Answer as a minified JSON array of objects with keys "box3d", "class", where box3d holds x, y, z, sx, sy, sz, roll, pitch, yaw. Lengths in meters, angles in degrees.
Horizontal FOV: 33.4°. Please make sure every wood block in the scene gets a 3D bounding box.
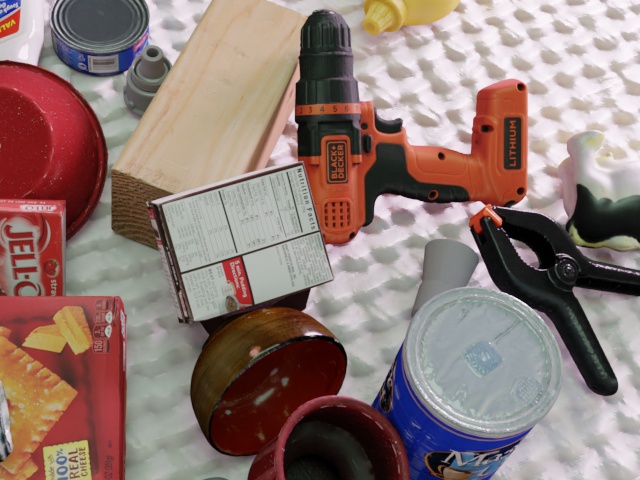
[{"box3d":[-0.083,-0.093,0.853,0.090,0.091,0.206,22,58,3],"class":"wood block"}]

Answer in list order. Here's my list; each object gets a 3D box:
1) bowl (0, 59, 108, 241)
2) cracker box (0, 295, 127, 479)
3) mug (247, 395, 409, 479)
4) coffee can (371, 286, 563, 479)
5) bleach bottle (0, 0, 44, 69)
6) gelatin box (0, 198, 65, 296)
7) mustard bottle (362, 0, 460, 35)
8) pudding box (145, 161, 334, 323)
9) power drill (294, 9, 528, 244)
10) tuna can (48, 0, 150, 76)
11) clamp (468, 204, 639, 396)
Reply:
[{"box3d":[-0.243,-0.066,0.799,0.162,0.055,0.162,1,81,-7],"class":"bowl"},{"box3d":[-0.237,0.120,0.708,0.213,0.072,0.164,0,59,-8],"class":"cracker box"},{"box3d":[-0.002,0.169,0.703,0.093,0.082,0.117,20,60,-14],"class":"mug"},{"box3d":[0.093,0.109,0.728,0.102,0.140,0.103,4,58,-7],"class":"coffee can"},{"box3d":[-0.273,-0.191,0.901,0.102,0.068,0.251,-11,64,-16],"class":"bleach bottle"},{"box3d":[-0.221,0.014,0.767,0.073,0.089,0.030,2,23,-9],"class":"gelatin box"},{"box3d":[0.095,-0.255,1.001,0.096,0.058,0.191,32,59,9],"class":"mustard bottle"},{"box3d":[-0.055,0.001,0.746,0.113,0.039,0.090,-17,96,-20],"class":"pudding box"},{"box3d":[0.071,-0.092,0.856,0.187,0.057,0.184,-2,97,-12],"class":"power drill"},{"box3d":[-0.191,-0.184,0.925,0.086,0.034,0.086,4,58,-7],"class":"tuna can"},{"box3d":[0.186,0.040,0.834,0.171,0.039,0.120,29,54,-5],"class":"clamp"}]
